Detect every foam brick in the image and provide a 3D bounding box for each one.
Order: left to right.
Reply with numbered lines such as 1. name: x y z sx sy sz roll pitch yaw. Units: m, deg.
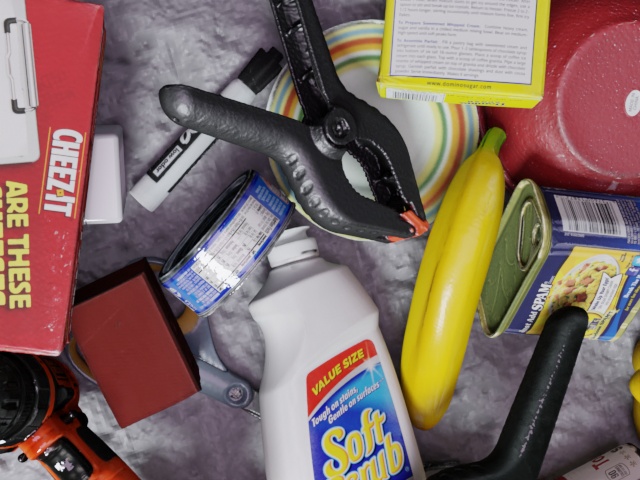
1. foam brick: -0.107 0.058 0.611 0.051 0.053 0.078 -25 101 -5

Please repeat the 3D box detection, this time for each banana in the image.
1. banana: 0.079 0.032 0.634 0.037 0.069 0.198 21 106 25

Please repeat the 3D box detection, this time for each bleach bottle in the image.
1. bleach bottle: 0.004 0.117 0.629 0.102 0.068 0.251 -13 86 -24

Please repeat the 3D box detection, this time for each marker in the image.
1. marker: -0.066 -0.067 0.630 0.020 0.020 0.121 43 91 -13

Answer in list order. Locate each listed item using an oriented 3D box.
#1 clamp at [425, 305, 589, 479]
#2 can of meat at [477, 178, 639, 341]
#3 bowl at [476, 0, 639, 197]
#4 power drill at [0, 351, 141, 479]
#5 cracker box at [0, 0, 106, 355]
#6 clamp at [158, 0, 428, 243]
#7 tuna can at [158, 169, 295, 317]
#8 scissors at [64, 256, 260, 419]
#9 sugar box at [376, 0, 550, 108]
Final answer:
1. clamp: 0.116 0.162 0.603 0.209 0.036 0.164 -40 101 -17
2. can of meat: 0.150 0.015 0.641 0.084 0.057 0.102 5 136 -12
3. bowl: 0.176 -0.086 0.646 0.162 0.055 0.162 -2 100 -9
4. power drill: -0.117 0.130 0.553 0.057 0.184 0.187 -40 86 -5
5. cracker box: -0.216 -0.040 0.498 0.213 0.072 0.164 7 88 -9
6. clamp: -0.009 -0.056 0.591 0.120 0.039 0.171 -43 103 -26
7. tuna can: -0.054 0.001 0.610 0.033 0.086 0.086 41 92 -11
8. scissors: -0.054 0.073 0.658 0.201 0.016 0.096 16 97 -11
9. sugar box: 0.084 -0.167 0.604 0.093 0.048 0.176 5 87 3
